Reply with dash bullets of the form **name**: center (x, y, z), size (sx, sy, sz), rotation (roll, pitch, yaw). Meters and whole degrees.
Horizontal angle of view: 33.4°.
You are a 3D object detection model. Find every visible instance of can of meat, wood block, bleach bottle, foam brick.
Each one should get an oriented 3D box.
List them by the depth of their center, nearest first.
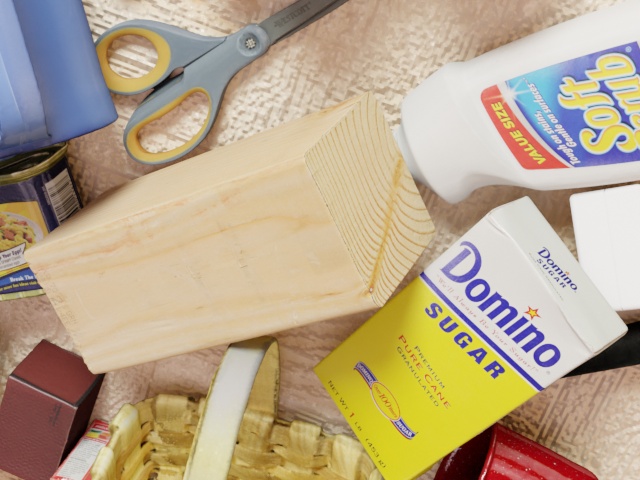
- **bleach bottle**: center (0.147, -0.068, 0.570), size (0.251, 0.068, 0.102), rotation (-16, 107, 21)
- **wood block**: center (-0.054, 0.001, 0.604), size (0.206, 0.090, 0.090), rotation (-16, 108, 33)
- **can of meat**: center (-0.198, -0.010, 0.679), size (0.102, 0.057, 0.084), rotation (-8, 112, 17)
- **foam brick**: center (-0.189, 0.120, 0.733), size (0.053, 0.051, 0.078), rotation (25, 116, 1)

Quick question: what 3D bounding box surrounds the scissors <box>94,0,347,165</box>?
- **scissors**: center (-0.058, -0.125, 0.619), size (0.096, 0.016, 0.202), rotation (45, 115, -7)

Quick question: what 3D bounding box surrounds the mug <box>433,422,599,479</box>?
- **mug**: center (0.114, 0.174, 0.654), size (0.081, 0.093, 0.117), rotation (27, 72, -4)

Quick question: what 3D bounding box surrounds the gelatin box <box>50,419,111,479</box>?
- **gelatin box**: center (-0.163, 0.182, 0.741), size (0.030, 0.073, 0.089), rotation (14, 115, 7)

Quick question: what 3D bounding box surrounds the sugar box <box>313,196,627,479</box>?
- **sugar box**: center (0.078, 0.063, 0.611), size (0.093, 0.048, 0.176), rotation (55, 133, 13)

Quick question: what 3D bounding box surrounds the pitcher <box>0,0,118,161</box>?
- **pitcher**: center (-0.197, -0.161, 0.569), size (0.149, 0.144, 0.243), rotation (-5, 107, 24)
